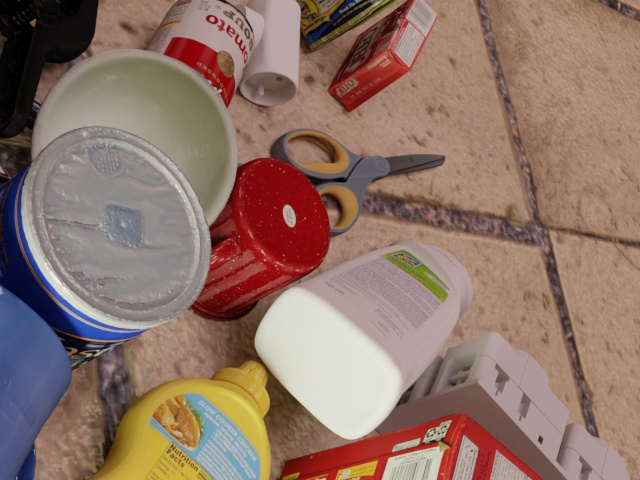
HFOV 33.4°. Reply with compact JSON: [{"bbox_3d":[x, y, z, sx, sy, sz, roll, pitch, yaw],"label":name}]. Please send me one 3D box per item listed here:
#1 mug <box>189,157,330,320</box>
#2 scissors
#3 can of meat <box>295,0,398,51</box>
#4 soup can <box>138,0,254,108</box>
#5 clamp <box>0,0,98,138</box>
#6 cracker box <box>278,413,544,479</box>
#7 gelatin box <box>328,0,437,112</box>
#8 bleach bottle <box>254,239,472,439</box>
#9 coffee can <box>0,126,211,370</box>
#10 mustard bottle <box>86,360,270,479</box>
[{"bbox_3d":[-0.055,0.001,0.691,0.117,0.082,0.093,-30,92,-48],"label":"mug"},{"bbox_3d":[0.043,-0.042,0.860,0.201,0.016,0.096,9,65,-42],"label":"scissors"},{"bbox_3d":[0.013,-0.212,0.856,0.057,0.102,0.084,-36,98,-48],"label":"can of meat"},{"bbox_3d":[-0.090,-0.111,0.726,0.068,0.069,0.102,40,46,-23],"label":"soup can"},{"bbox_3d":[-0.177,-0.129,0.646,0.171,0.039,0.120,-38,114,-63],"label":"clamp"},{"bbox_3d":[0.093,0.205,0.668,0.213,0.164,0.072,41,48,-21],"label":"cracker box"},{"bbox_3d":[0.052,-0.156,0.885,0.030,0.073,0.089,44,46,-18],"label":"gelatin box"},{"bbox_3d":[0.056,0.052,0.758,0.103,0.068,0.250,42,25,14],"label":"bleach bottle"},{"bbox_3d":[-0.139,0.016,0.555,0.102,0.141,0.103,22,55,-36],"label":"coffee can"},{"bbox_3d":[-0.080,0.136,0.612,0.096,0.058,0.191,47,44,-10],"label":"mustard bottle"}]
